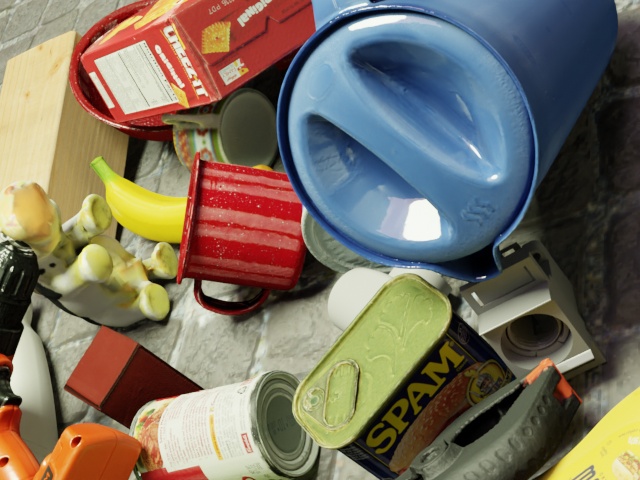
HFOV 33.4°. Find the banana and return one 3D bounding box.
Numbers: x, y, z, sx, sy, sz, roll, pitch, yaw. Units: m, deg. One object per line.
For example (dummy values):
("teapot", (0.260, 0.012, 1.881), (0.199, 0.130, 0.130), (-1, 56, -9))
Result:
("banana", (-0.109, -0.028, 0.845), (0.198, 0.069, 0.037), (5, 39, 36))

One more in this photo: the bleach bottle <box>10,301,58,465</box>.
("bleach bottle", (-0.261, 0.114, 0.873), (0.103, 0.068, 0.251), (-38, 37, 15))

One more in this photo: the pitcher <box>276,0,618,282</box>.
("pitcher", (0.083, -0.101, 0.590), (0.145, 0.149, 0.242), (24, 34, 16))

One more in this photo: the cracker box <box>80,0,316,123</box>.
("cracker box", (-0.071, -0.164, 0.798), (0.164, 0.072, 0.214), (-38, 18, -22))

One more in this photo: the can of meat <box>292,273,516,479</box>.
("can of meat", (0.049, 0.083, 0.583), (0.102, 0.083, 0.058), (-50, 38, -2))

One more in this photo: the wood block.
("wood block", (-0.236, -0.068, 0.952), (0.090, 0.090, 0.206), (-16, 57, 30))

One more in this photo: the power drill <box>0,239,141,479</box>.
("power drill", (-0.197, 0.112, 0.697), (0.188, 0.057, 0.184), (32, 102, 40))

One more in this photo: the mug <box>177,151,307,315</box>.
("mug", (-0.055, 0.001, 0.743), (0.093, 0.081, 0.117), (-102, 22, -65))

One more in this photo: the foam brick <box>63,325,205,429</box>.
("foam brick", (-0.126, 0.104, 0.739), (0.053, 0.078, 0.051), (15, 69, 47))

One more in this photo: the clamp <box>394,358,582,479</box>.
("clamp", (0.061, 0.121, 0.508), (0.171, 0.039, 0.120), (-40, 12, -8))

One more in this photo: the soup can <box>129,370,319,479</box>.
("soup can", (-0.060, 0.123, 0.667), (0.102, 0.068, 0.068), (-19, 47, 31))

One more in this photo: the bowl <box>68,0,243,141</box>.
("bowl", (-0.136, -0.141, 0.942), (0.162, 0.055, 0.162), (-2, 54, 3))
